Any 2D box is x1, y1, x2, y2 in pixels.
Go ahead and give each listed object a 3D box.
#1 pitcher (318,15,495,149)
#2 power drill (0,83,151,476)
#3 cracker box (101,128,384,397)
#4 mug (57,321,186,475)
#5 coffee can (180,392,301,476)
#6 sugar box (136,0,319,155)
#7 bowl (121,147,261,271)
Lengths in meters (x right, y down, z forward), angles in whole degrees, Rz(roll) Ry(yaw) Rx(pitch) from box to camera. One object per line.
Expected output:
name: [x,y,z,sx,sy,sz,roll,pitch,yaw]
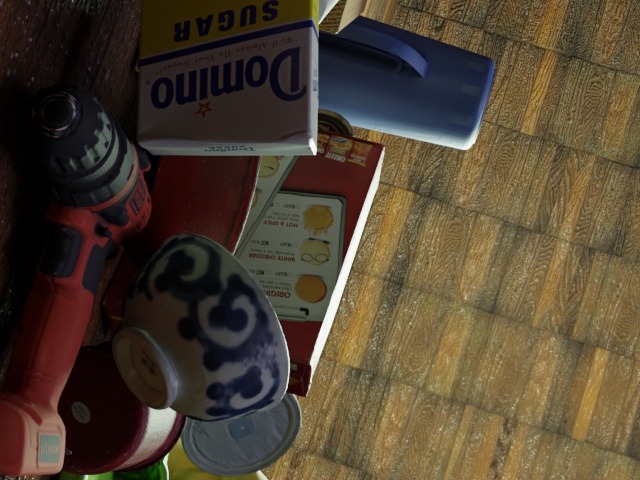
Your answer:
pitcher: [0.069,-0.187,1.207,0.149,0.243,0.145,-67,172,-59]
power drill: [-0.141,0.025,0.554,0.184,0.057,0.187,91,17,-77]
cracker box: [-0.056,0.001,0.855,0.072,0.164,0.213,93,15,-57]
mug: [-0.137,0.100,0.706,0.081,0.093,0.117,40,73,-80]
coffee can: [-0.084,0.124,0.943,0.140,0.102,0.103,-120,-139,-57]
sugar box: [-0.047,-0.134,0.565,0.048,0.093,0.176,54,36,-81]
bowl: [-0.095,-0.034,0.719,0.162,0.055,0.162,-51,-150,45]
